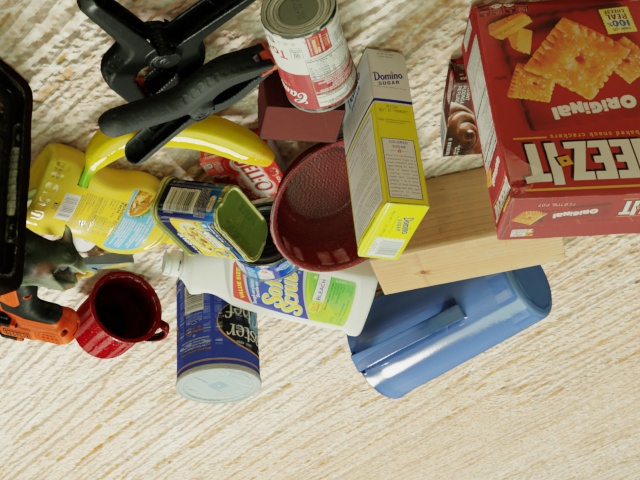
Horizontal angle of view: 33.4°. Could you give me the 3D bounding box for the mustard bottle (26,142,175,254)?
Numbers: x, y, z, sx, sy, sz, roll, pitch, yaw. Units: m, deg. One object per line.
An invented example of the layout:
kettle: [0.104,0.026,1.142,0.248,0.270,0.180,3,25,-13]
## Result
mustard bottle: [-0.215,-0.033,1.127,0.191,0.058,0.096,18,118,-33]

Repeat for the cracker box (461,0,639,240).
cracker box: [0.220,-0.111,0.919,0.164,0.213,0.072,-3,148,-3]

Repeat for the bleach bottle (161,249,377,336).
bleach bottle: [-0.064,0.049,1.266,0.250,0.068,0.103,8,118,-17]

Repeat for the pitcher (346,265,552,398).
pitcher: [0.155,0.096,1.320,0.243,0.149,0.144,-31,126,30]

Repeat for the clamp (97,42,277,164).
clamp: [-0.119,-0.123,0.974,0.171,0.039,0.120,-26,176,-11]

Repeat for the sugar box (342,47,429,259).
sugar box: [0.057,-0.080,0.982,0.048,0.176,0.093,6,147,-14]

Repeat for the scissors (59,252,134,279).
scissors: [-0.255,0.021,1.188,0.096,0.016,0.202,-12,174,-12]

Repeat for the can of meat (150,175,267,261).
can of meat: [-0.114,-0.021,1.117,0.084,0.057,0.102,8,154,31]

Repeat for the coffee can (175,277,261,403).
coffee can: [-0.126,0.115,1.306,0.103,0.140,0.103,-4,148,-2]

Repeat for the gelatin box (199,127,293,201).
gelatin box: [-0.076,-0.075,1.110,0.073,0.030,0.089,-12,148,12]

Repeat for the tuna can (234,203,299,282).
tuna can: [-0.058,0.001,1.185,0.086,0.086,0.034,-9,146,6]

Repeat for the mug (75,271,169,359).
mug: [-0.243,0.099,1.313,0.117,0.093,0.082,19,146,-26]

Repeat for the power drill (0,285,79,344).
power drill: [-0.379,0.050,1.223,0.184,0.057,0.188,10,150,7]

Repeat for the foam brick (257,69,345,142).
foam brick: [-0.019,-0.129,1.011,0.078,0.053,0.051,3,148,-11]

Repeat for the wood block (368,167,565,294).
wood block: [0.158,-0.015,1.184,0.206,0.090,0.090,-12,149,11]

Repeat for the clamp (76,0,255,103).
clamp: [-0.146,-0.169,0.909,0.164,0.036,0.210,-10,163,-30]

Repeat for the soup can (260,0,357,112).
soup can: [-0.009,-0.169,0.932,0.068,0.068,0.102,-10,148,8]

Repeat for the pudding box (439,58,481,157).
pudding box: [0.166,-0.131,1.044,0.090,0.039,0.113,-4,148,-3]

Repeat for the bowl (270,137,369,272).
bowl: [0.014,-0.048,1.109,0.162,0.055,0.162,-14,128,-18]

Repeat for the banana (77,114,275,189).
banana: [-0.145,-0.097,1.045,0.198,0.037,0.069,-6,123,2]
